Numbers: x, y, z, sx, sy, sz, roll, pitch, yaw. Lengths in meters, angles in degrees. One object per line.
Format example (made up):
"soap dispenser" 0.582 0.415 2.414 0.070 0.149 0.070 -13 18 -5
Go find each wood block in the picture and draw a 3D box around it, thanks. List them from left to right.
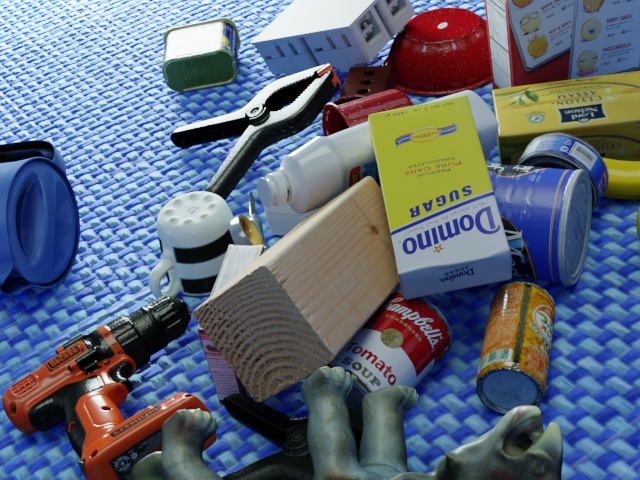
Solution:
"wood block" -0.002 0.035 0.889 0.090 0.091 0.205 -34 4 34

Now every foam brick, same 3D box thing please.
"foam brick" 0.056 -0.162 1.234 0.053 0.051 0.078 -1 38 15

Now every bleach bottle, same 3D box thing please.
"bleach bottle" 0.051 -0.073 1.031 0.250 0.103 0.068 -19 59 -29

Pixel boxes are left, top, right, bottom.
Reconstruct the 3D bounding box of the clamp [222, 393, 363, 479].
"clamp" -0.018 0.159 0.842 0.171 0.039 0.120 -8 42 11

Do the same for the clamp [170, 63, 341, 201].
"clamp" -0.075 -0.136 1.221 0.210 0.036 0.165 -38 40 -6

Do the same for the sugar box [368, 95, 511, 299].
"sugar box" 0.099 -0.040 0.907 0.093 0.048 0.176 -12 51 4

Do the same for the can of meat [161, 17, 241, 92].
"can of meat" -0.157 -0.242 1.403 0.102 0.057 0.084 -10 39 5

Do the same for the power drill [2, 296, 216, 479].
"power drill" -0.160 0.128 0.895 0.184 0.057 0.188 -34 31 -17

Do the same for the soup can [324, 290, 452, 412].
"soup can" 0.052 0.098 0.876 0.069 0.068 0.102 20 48 36

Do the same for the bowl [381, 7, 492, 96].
"bowl" 0.151 -0.241 1.307 0.162 0.055 0.162 -8 37 6

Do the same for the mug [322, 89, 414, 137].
"mug" 0.052 -0.120 1.147 0.081 0.093 0.117 -19 44 -16

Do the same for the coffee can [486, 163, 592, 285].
"coffee can" 0.165 -0.019 0.967 0.140 0.103 0.102 7 41 25

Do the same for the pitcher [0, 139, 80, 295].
"pitcher" -0.383 -0.022 1.119 0.243 0.145 0.149 -2 11 19

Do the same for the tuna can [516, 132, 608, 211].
"tuna can" 0.227 -0.057 1.014 0.086 0.086 0.033 12 44 29

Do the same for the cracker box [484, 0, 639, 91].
"cracker box" 0.263 -0.252 1.153 0.164 0.214 0.072 -19 37 -9

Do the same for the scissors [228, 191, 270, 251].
"scissors" -0.057 0.001 1.068 0.016 0.096 0.201 -32 5 7

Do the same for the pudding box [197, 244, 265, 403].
"pudding box" -0.068 0.072 0.929 0.039 0.090 0.113 -3 38 12
